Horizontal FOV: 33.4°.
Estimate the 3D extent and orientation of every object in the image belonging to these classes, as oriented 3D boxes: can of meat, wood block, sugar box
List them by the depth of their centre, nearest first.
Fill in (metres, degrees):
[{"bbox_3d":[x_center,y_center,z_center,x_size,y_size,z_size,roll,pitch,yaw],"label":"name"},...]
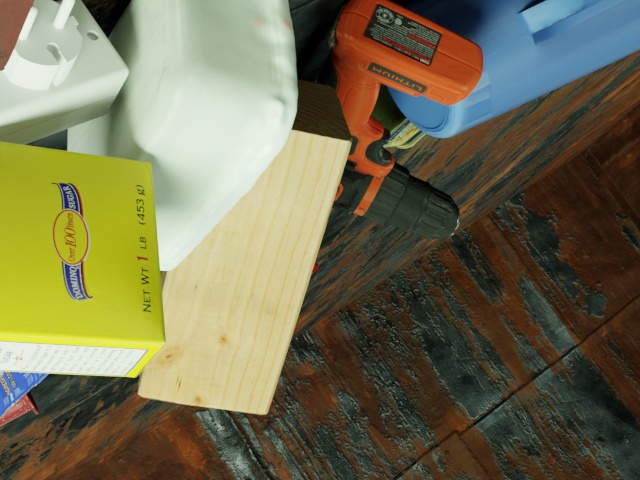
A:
[{"bbox_3d":[-0.155,0.003,0.435,0.175,0.093,0.048,7,149,-30],"label":"sugar box"},{"bbox_3d":[-0.054,0.001,0.696,0.091,0.090,0.206,-102,-154,-61],"label":"wood block"},{"bbox_3d":[0.079,-0.130,1.002,0.102,0.057,0.083,-40,168,28],"label":"can of meat"}]

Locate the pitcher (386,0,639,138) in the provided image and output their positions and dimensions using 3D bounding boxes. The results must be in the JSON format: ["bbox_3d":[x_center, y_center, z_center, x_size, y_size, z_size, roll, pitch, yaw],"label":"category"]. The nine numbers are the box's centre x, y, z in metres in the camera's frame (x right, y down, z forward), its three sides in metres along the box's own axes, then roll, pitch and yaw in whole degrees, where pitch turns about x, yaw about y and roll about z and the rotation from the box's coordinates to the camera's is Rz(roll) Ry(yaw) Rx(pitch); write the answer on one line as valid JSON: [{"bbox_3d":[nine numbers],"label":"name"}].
[{"bbox_3d":[0.174,-0.180,0.856,0.242,0.145,0.149,-29,144,-20],"label":"pitcher"}]

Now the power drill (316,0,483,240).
[{"bbox_3d":[0.048,-0.083,0.798,0.188,0.184,0.057,122,-10,-53],"label":"power drill"}]
